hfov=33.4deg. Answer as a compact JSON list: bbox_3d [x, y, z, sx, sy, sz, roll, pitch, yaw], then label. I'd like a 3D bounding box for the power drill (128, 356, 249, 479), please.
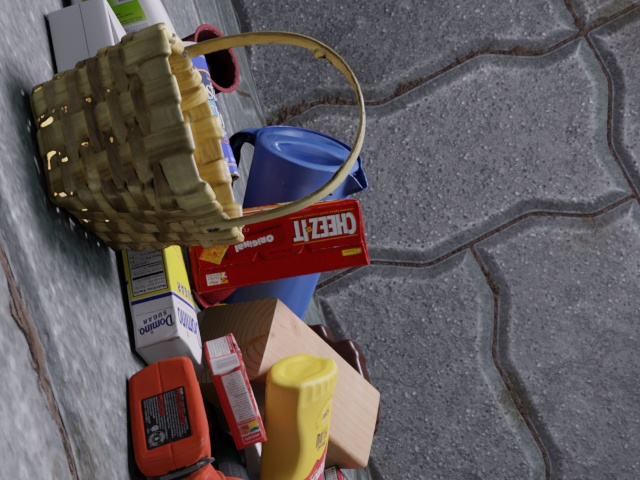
[{"bbox_3d":[-0.095,0.182,0.862,0.184,0.057,0.187,-113,-179,-50],"label":"power drill"}]

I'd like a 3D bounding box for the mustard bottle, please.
[{"bbox_3d":[-0.025,0.207,0.980,0.096,0.058,0.192,-28,126,-71],"label":"mustard bottle"}]

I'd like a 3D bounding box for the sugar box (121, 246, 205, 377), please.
[{"bbox_3d":[-0.143,0.029,0.943,0.093,0.048,0.176,71,2,-62],"label":"sugar box"}]

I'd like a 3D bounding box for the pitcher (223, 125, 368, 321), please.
[{"bbox_3d":[-0.053,-0.016,1.331,0.149,0.144,0.243,54,-47,53],"label":"pitcher"}]

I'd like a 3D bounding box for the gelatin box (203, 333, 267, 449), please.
[{"bbox_3d":[-0.075,0.130,0.932,0.089,0.030,0.073,-129,-159,-73],"label":"gelatin box"}]

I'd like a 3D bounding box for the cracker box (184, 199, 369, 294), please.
[{"bbox_3d":[-0.057,0.001,1.073,0.214,0.164,0.072,-176,-104,-79],"label":"cracker box"}]

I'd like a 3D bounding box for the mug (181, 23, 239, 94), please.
[{"bbox_3d":[-0.170,-0.222,1.369,0.117,0.082,0.093,9,67,-58],"label":"mug"}]

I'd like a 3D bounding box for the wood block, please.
[{"bbox_3d":[-0.033,0.152,1.088,0.206,0.091,0.090,46,46,-42],"label":"wood block"}]
